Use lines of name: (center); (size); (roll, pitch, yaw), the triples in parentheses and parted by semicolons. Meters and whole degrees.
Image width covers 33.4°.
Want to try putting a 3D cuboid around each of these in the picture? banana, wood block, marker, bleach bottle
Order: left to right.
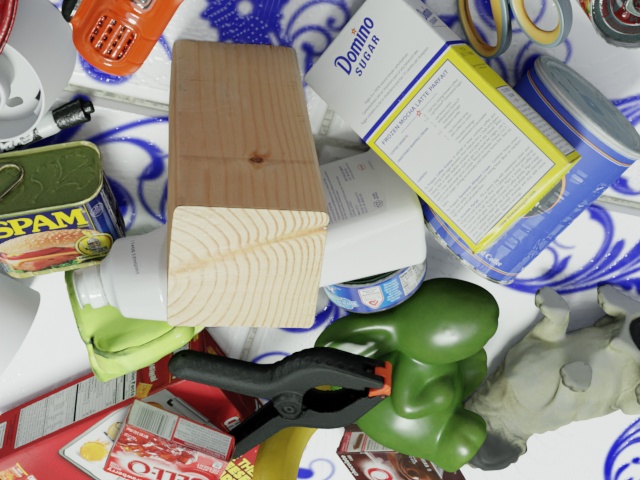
marker: (-0.219, -0.075, 0.771); (0.121, 0.020, 0.020); (-20, 127, 8)
wood block: (-0.055, -0.044, 0.700); (0.090, 0.206, 0.090); (2, 126, -9)
bleach bottle: (-0.055, 0.001, 0.783); (0.250, 0.102, 0.068); (-14, 129, -5)
banana: (-0.015, 0.173, 0.906); (0.070, 0.197, 0.037); (21, 129, 18)

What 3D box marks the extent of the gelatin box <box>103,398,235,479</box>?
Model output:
gelatin box: (-0.121, 0.172, 0.857); (0.089, 0.030, 0.073); (23, 133, -8)

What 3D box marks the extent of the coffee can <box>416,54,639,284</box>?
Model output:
coffee can: (0.152, -0.051, 0.788); (0.102, 0.103, 0.140); (29, 118, -26)

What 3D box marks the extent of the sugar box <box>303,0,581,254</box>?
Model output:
sugar box: (0.081, -0.085, 0.731); (0.176, 0.048, 0.093); (48, 116, 11)

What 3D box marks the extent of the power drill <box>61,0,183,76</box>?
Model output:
power drill: (-0.136, -0.208, 0.583); (0.187, 0.057, 0.185); (32, 109, -11)

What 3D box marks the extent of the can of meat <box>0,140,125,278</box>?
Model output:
can of meat: (-0.199, -0.020, 0.781); (0.102, 0.057, 0.084); (-9, 146, 0)

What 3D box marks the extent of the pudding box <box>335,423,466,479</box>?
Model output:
pudding box: (0.079, 0.216, 1.002); (0.090, 0.039, 0.113); (-9, 130, 29)

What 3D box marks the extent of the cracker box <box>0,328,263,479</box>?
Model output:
cracker box: (-0.157, 0.184, 0.943); (0.214, 0.072, 0.164); (-25, 126, 10)

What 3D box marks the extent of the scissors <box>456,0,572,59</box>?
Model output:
scissors: (0.120, -0.205, 0.691); (0.016, 0.096, 0.202); (-40, 139, -34)

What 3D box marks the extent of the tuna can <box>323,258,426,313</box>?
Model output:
tuna can: (0.039, 0.016, 0.834); (0.086, 0.086, 0.033); (-17, 129, 5)

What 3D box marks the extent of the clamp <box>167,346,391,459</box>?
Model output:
clamp: (-0.026, 0.128, 0.844); (0.171, 0.039, 0.120); (-2, 136, 11)
